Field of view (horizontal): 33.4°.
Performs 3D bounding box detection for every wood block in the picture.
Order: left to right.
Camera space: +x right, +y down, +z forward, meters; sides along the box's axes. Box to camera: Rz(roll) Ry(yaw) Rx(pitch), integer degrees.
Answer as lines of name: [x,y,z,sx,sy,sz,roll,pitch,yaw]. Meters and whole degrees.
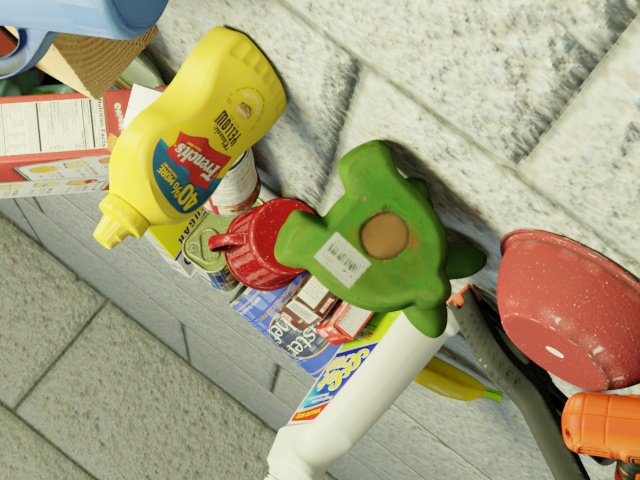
wood block: [-0.259,-0.220,0.955,0.206,0.090,0.090,30,164,28]

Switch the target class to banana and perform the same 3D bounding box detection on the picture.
banana: [0.111,0.141,1.211,0.198,0.037,0.069,27,177,42]

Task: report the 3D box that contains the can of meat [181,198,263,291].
can of meat: [-0.102,0.001,1.207,0.057,0.102,0.084,34,166,16]

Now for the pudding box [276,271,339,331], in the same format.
pudding box: [0.002,0.045,1.109,0.039,0.090,0.114,39,164,-4]

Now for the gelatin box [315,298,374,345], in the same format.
gelatin box: [0.037,0.062,1.077,0.030,0.089,0.073,39,165,-5]

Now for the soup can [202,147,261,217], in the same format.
soup can: [-0.097,-0.073,1.041,0.068,0.068,0.102,34,164,16]

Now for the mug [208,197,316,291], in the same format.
mug: [-0.057,0.001,1.098,0.117,0.093,0.082,3,170,-19]

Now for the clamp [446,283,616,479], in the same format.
clamp: [0.181,0.130,0.923,0.210,0.036,0.164,51,-162,8]

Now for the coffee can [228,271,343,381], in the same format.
coffee can: [-0.022,0.082,1.246,0.140,0.102,0.103,41,165,-7]

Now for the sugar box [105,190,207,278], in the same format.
sugar box: [-0.178,-0.041,1.275,0.048,0.093,0.176,26,161,41]

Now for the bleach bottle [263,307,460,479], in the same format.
bleach bottle: [0.030,0.157,1.060,0.068,0.250,0.103,44,164,-20]

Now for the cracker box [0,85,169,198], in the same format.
cracker box: [-0.253,-0.093,1.034,0.164,0.213,0.072,144,119,-75]

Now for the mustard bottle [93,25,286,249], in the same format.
mustard bottle: [-0.110,-0.071,0.841,0.058,0.191,0.096,28,161,36]

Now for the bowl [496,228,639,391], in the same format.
bowl: [0.188,0.063,0.797,0.162,0.055,0.162,35,164,11]
